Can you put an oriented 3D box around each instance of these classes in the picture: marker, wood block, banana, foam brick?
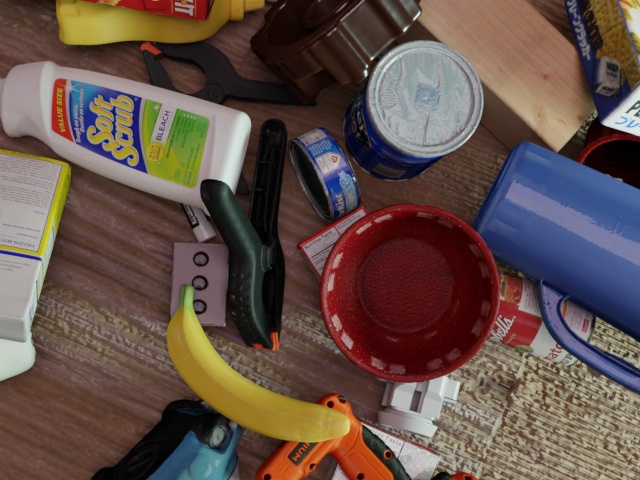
[{"bbox_3d":[-0.133,-0.055,1.012,0.020,0.020,0.121,-25,88,-9],"label":"marker"},{"bbox_3d":[0.167,-0.179,1.028,0.206,0.091,0.090,43,80,-1],"label":"wood block"},{"bbox_3d":[-0.068,0.122,0.921,0.198,0.037,0.070,38,103,15],"label":"banana"},{"bbox_3d":[-0.112,0.041,0.988,0.053,0.051,0.078,2,84,-7],"label":"foam brick"}]

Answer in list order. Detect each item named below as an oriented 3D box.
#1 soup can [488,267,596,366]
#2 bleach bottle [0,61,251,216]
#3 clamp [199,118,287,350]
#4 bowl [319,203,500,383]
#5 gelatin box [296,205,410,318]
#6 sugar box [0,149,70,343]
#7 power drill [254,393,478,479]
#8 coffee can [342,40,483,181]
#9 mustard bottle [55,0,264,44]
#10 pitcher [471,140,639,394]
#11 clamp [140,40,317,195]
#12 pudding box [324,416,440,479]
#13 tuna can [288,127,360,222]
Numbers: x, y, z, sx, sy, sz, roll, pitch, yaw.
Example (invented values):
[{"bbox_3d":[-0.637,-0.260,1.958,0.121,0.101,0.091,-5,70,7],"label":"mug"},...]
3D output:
[{"bbox_3d":[0.201,0.073,1.017,0.102,0.068,0.068,20,82,-5],"label":"soup can"},{"bbox_3d":[-0.196,-0.099,0.976,0.251,0.068,0.102,14,89,6],"label":"bleach bottle"},{"bbox_3d":[-0.056,0.001,0.970,0.036,0.164,0.210,5,123,18],"label":"clamp"},{"bbox_3d":[0.079,0.045,0.972,0.162,0.055,0.162,0,96,1],"label":"bowl"},{"bbox_3d":[0.031,0.022,1.020,0.073,0.030,0.089,-32,89,-8],"label":"gelatin box"},{"bbox_3d":[-0.283,0.001,0.936,0.093,0.048,0.176,10,55,-5],"label":"sugar box"},{"bbox_3d":[0.035,0.242,0.944,0.187,0.057,0.184,41,76,-1],"label":"power drill"},{"bbox_3d":[0.081,-0.115,0.985,0.102,0.140,0.103,1,84,-7],"label":"coffee can"},{"bbox_3d":[-0.148,-0.227,1.002,0.191,0.058,0.096,-1,52,-9],"label":"mustard bottle"},{"bbox_3d":[0.258,0.018,0.962,0.243,0.145,0.149,27,37,5],"label":"pitcher"},{"bbox_3d":[-0.091,-0.141,1.017,0.171,0.039,0.120,46,80,-3],"label":"clamp"},{"bbox_3d":[0.050,0.233,0.996,0.090,0.039,0.113,24,79,-2],"label":"pudding box"},{"bbox_3d":[0.004,-0.062,0.997,0.033,0.086,0.086,-26,88,-11],"label":"tuna can"}]
